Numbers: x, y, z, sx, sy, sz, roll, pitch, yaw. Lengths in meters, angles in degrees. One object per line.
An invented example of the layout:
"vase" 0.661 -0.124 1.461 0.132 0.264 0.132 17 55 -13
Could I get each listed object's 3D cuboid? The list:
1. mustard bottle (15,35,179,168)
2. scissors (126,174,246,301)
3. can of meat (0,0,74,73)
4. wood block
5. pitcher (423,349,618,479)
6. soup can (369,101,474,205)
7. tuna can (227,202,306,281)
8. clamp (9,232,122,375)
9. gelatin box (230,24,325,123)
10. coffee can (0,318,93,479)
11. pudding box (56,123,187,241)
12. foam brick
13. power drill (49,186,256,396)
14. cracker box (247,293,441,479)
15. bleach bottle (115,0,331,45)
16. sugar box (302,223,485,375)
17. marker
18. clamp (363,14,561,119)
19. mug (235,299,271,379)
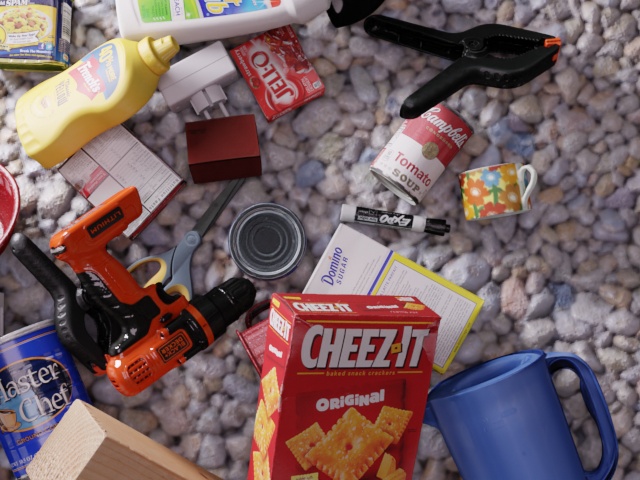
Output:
"mustard bottle" -0.231 -0.159 1.126 0.192 0.058 0.096 -29 50 14
"scissors" -0.134 0.020 1.167 0.201 0.016 0.096 -37 84 -2
"can of meat" -0.322 -0.230 1.164 0.102 0.057 0.084 2 89 1
"wood block" -0.176 0.254 1.065 0.205 0.091 0.090 38 86 -33
"pitcher" 0.220 0.239 1.099 0.144 0.149 0.243 -23 90 -37
"soup can" 0.108 -0.097 1.150 0.068 0.068 0.102 38 88 2
"tuna can" -0.058 0.001 1.160 0.086 0.034 0.086 0 86 0
"clamp" -0.259 0.058 1.116 0.120 0.039 0.171 -5 74 -42
"gelatin box" -0.047 -0.185 1.174 0.073 0.030 0.089 -28 87 -2
"coffee can" -0.297 0.165 1.116 0.103 0.103 0.140 -24 87 -2
"pudding box" -0.216 -0.069 1.163 0.113 0.039 0.090 43 86 0
"foam brick" -0.104 -0.099 1.153 0.078 0.051 0.053 -7 69 0
"power drill" -0.175 0.041 1.107 0.184 0.057 0.187 -37 101 -26
"cracker box" 0.023 0.165 1.075 0.164 0.072 0.214 2 106 -24
"bleach bottle" -0.090 -0.270 1.139 0.251 0.068 0.102 -7 84 10
"sugar box" 0.077 0.063 1.152 0.176 0.048 0.093 29 87 5
"marker" 0.082 -0.022 1.169 0.121 0.020 0.020 9 86 1
"clamp" 0.155 -0.203 1.154 0.209 0.036 0.165 -12 50 -15
"mug" -0.038 0.108 1.134 0.081 0.093 0.117 -29 50 -7
